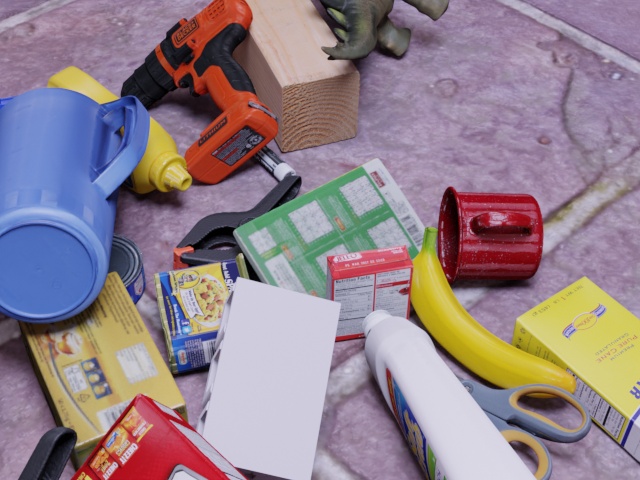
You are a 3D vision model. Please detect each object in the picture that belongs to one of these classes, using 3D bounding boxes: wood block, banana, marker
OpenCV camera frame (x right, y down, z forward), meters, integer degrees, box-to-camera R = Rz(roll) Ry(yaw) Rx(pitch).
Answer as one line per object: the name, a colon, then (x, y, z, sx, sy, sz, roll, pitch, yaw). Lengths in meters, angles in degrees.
wood block: (-0.035, -0.203, 1.209, 0.090, 0.091, 0.206, -13, 45, -15)
banana: (0.136, 0.078, 0.936, 0.037, 0.070, 0.198, -14, 54, -46)
marker: (-0.068, -0.100, 1.153, 0.020, 0.020, 0.121, -26, 50, -25)

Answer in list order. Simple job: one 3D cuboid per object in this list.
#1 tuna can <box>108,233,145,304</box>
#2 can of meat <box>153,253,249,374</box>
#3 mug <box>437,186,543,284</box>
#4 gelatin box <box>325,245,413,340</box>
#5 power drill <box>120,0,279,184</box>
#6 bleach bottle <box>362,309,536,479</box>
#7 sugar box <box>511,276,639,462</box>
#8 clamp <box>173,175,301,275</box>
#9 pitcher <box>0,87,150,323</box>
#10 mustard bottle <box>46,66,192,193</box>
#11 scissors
tuna can: (-0.208, 0.033, 1.005, 0.086, 0.034, 0.086, 0, 44, 0)
can of meat: (-0.101, 0.066, 0.955, 0.084, 0.057, 0.102, -11, 45, -9)
mug: (0.161, -0.007, 0.993, 0.081, 0.117, 0.093, 1, 75, -6)
gelatin box: (0.042, 0.047, 0.950, 0.073, 0.089, 0.030, -8, 45, -8)
power drill: (-0.131, -0.154, 1.145, 0.185, 0.057, 0.188, -37, 55, 22)
bleach bottle: (0.096, 0.149, 0.852, 0.068, 0.102, 0.251, -21, 41, -11)
sugar box: (0.257, 0.113, 0.913, 0.093, 0.048, 0.176, -28, 49, -27)
clamp: (-0.057, 0.001, 1.036, 0.171, 0.039, 0.120, -28, 47, -26)
pitcher: (-0.231, -0.039, 0.940, 0.145, 0.149, 0.243, 8, 26, -15)
mustard bottle: (-0.203, -0.101, 1.099, 0.192, 0.096, 0.058, 32, 52, 29)
scissors: (0.125, 0.146, 0.895, 0.202, 0.016, 0.096, 9, 67, 33)
